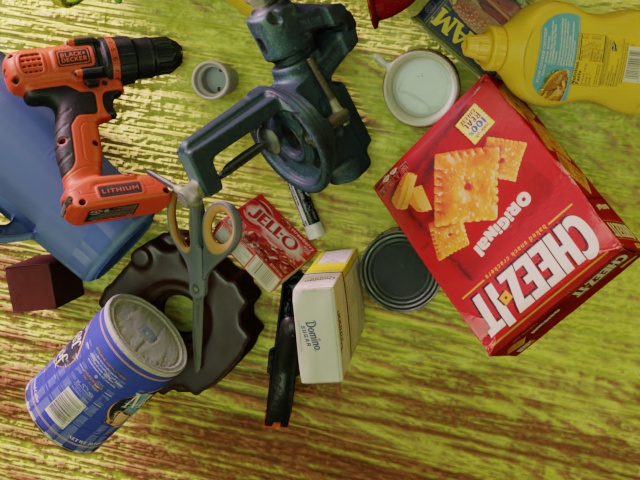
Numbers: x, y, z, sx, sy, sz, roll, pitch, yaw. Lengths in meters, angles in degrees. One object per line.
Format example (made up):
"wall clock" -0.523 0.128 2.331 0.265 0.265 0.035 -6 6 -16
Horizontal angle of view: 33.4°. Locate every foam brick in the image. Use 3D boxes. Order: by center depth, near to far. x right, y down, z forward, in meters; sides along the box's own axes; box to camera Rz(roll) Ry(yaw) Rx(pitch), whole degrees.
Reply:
"foam brick" -0.300 0.045 1.166 0.053 0.078 0.051 -5 98 12

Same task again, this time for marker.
"marker" -0.025 -0.059 1.118 0.020 0.020 0.121 -20 96 15

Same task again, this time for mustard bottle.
"mustard bottle" 0.224 -0.171 0.988 0.191 0.058 0.096 3 108 -14

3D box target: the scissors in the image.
"scissors" -0.110 0.041 1.086 0.096 0.016 0.202 -3 103 33

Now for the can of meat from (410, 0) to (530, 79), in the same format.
"can of meat" 0.153 -0.213 1.033 0.102 0.057 0.084 41 103 1

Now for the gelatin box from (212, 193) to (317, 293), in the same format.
"gelatin box" -0.057 0.001 1.103 0.089 0.073 0.030 46 130 5

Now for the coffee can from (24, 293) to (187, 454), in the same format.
"coffee can" -0.221 0.138 1.100 0.140 0.102 0.103 -43 90 20

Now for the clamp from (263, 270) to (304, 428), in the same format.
"clamp" -0.037 0.117 1.126 0.039 0.120 0.172 12 123 0

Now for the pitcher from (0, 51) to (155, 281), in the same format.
"pitcher" -0.301 -0.066 1.115 0.243 0.145 0.149 43 102 -1

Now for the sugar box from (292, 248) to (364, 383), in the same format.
"sugar box" 0.010 0.070 1.053 0.048 0.176 0.093 -4 100 12

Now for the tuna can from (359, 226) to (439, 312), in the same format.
"tuna can" 0.085 0.029 1.103 0.086 0.033 0.086 2 101 12

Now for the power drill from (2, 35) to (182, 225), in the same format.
"power drill" -0.209 -0.116 1.070 0.184 0.057 0.188 -12 75 -21

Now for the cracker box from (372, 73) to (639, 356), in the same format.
"cracker box" 0.169 -0.023 1.005 0.164 0.072 0.214 -44 64 25
